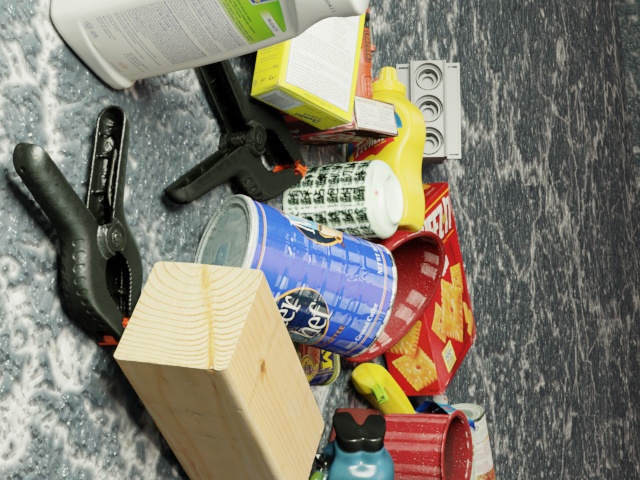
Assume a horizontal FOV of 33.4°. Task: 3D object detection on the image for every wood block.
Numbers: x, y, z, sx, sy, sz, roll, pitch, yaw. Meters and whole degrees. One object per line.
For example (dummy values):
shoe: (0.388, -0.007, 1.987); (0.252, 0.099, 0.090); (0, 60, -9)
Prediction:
wood block: (-0.070, 0.118, 0.825); (0.206, 0.090, 0.090); (72, 29, -46)

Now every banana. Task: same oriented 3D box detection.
banana: (0.070, 0.175, 1.180); (0.070, 0.037, 0.197); (67, 8, 27)

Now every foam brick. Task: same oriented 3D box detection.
foam brick: (0.048, 0.218, 1.131); (0.078, 0.051, 0.053); (54, 41, -48)

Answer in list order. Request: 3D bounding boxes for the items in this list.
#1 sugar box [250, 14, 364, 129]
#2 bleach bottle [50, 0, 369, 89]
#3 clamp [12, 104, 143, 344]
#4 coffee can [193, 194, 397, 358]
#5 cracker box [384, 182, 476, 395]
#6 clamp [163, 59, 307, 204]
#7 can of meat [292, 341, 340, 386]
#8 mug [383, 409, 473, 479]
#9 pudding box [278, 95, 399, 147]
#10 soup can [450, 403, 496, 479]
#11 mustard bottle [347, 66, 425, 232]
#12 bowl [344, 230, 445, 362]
sugar box: (-0.006, -0.199, 0.965); (0.093, 0.048, 0.176); (22, 67, -41)
bleach bottle: (-0.058, -0.166, 0.735); (0.102, 0.251, 0.068); (48, 46, -52)
clamp: (-0.156, -0.011, 0.759); (0.120, 0.039, 0.171); (-47, 135, -50)
coffee can: (-0.023, 0.032, 0.886); (0.140, 0.103, 0.103); (19, 66, -27)
cracker box: (0.122, 0.055, 1.282); (0.164, 0.072, 0.214); (-42, 123, -59)
clamp: (-0.072, -0.081, 0.940); (0.209, 0.036, 0.164); (40, 53, -57)
can of meat: (-0.028, 0.089, 0.988); (0.083, 0.058, 0.102); (0, 86, -61)
mug: (0.106, 0.228, 1.094); (0.093, 0.082, 0.117); (-61, 140, -46)
pudding box: (0.016, -0.118, 1.066); (0.113, 0.090, 0.039); (-8, 94, -64)
soup can: (0.188, 0.273, 1.394); (0.068, 0.069, 0.102); (-34, 117, -60)
mustard bottle: (0.071, -0.099, 1.167); (0.058, 0.096, 0.191); (17, 70, -41)
bowl: (0.059, 0.048, 1.124); (0.161, 0.055, 0.162); (-33, 142, -30)
